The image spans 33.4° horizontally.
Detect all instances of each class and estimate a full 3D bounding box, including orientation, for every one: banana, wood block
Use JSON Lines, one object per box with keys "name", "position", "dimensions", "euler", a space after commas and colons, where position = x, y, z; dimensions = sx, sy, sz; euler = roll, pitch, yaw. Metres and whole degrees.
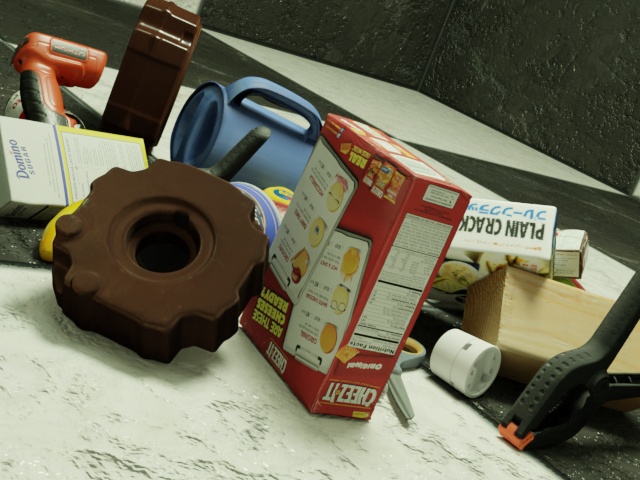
{"name": "banana", "position": [-0.204, -0.015, 1.041], "dimensions": [0.197, 0.037, 0.070], "euler": [-3, 51, -55]}
{"name": "wood block", "position": [0.259, 0.106, 1.117], "dimensions": [0.206, 0.090, 0.091], "euler": [18, -23, -15]}

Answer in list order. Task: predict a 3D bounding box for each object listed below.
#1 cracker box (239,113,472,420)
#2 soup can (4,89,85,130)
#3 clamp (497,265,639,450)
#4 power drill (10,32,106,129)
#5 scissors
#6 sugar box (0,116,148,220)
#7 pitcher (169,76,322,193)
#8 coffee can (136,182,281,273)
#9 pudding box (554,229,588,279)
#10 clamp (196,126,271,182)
{"name": "cracker box", "position": [0.025, 0.020, 0.912], "dimensions": [0.072, 0.214, 0.164], "euler": [14, 16, -31]}
{"name": "soup can", "position": [-0.331, -0.138, 1.280], "dimensions": [0.068, 0.068, 0.102], "euler": [9, 18, -39]}
{"name": "clamp", "position": [0.254, 0.134, 0.998], "dimensions": [0.209, 0.164, 0.036], "euler": [-37, 41, -18]}
{"name": "power drill", "position": [-0.274, -0.134, 1.195], "dimensions": [0.184, 0.057, 0.187], "euler": [13, 52, -34]}
{"name": "scissors", "position": [0.080, 0.123, 1.009], "dimensions": [0.096, 0.016, 0.202], "euler": [12, 17, -26]}
{"name": "sugar box", "position": [-0.254, -0.066, 1.085], "dimensions": [0.175, 0.048, 0.093], "euler": [5, 66, -45]}
{"name": "pitcher", "position": [-0.063, -0.113, 1.403], "dimensions": [0.242, 0.145, 0.149], "euler": [19, -8, -33]}
{"name": "coffee can", "position": [-0.113, -0.003, 1.024], "dimensions": [0.103, 0.103, 0.140], "euler": [27, 16, 21]}
{"name": "pudding box", "position": [0.256, 0.015, 1.263], "dimensions": [0.114, 0.039, 0.090], "euler": [1, 16, 19]}
{"name": "clamp", "position": [-0.113, -0.042, 1.177], "dimensions": [0.171, 0.120, 0.039], "euler": [-25, 20, -1]}
